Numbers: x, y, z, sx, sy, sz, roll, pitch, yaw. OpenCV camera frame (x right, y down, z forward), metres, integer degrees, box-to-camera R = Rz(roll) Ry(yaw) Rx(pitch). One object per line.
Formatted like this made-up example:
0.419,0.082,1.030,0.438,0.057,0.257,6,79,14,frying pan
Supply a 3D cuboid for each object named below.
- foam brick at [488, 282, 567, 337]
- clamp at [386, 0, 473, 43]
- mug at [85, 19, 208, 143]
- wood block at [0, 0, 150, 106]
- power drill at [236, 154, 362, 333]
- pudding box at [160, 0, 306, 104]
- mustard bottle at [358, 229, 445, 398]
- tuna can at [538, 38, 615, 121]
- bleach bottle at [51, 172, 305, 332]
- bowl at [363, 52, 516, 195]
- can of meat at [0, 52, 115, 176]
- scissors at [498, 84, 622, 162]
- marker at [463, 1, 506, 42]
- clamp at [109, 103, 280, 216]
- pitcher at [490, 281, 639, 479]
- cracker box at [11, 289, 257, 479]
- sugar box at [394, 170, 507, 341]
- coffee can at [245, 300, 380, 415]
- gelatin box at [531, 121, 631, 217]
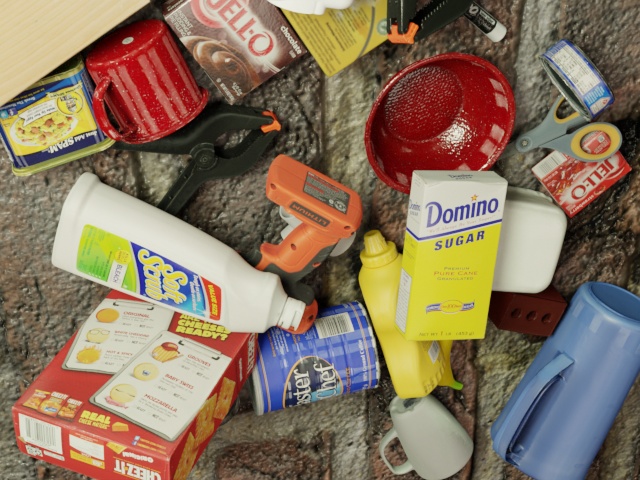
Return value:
0.243,0.076,1.275,0.078,0.051,0.053,10,119,-23,foam brick
0.127,-0.267,0.973,0.164,0.036,0.210,24,87,-32,clamp
-0.166,-0.140,0.967,0.093,0.117,0.081,3,132,37,mug
-0.259,-0.195,0.907,0.206,0.090,0.090,-33,131,7,wood block
-0.057,0.001,1.091,0.184,0.057,0.188,26,130,-13,power drill
-0.081,-0.197,0.995,0.090,0.039,0.113,-34,126,7,pudding box
0.086,0.075,1.195,0.058,0.096,0.191,-9,115,26,mustard bottle
0.263,-0.165,1.096,0.034,0.086,0.086,-38,126,8,tuna can
-0.133,0.025,1.054,0.251,0.068,0.103,22,129,-3,bleach bottle
0.115,-0.127,1.094,0.162,0.055,0.162,-8,125,-12,bowl
-0.251,-0.118,0.985,0.102,0.057,0.084,-19,125,-5,can of meat
0.239,-0.095,1.159,0.202,0.016,0.096,-37,95,8,scissors
0.138,-0.235,1.050,0.121,0.020,0.020,31,110,-32,marker
-0.126,-0.093,1.054,0.171,0.039,0.120,-33,132,2,clamp
0.312,0.176,1.317,0.145,0.149,0.243,22,113,-2,pitcher
-0.175,0.144,1.059,0.164,0.213,0.072,15,126,14,cracker box
0.135,0.016,1.112,0.093,0.048,0.176,-1,112,-16,sugar box
-0.015,0.131,1.201,0.140,0.103,0.103,-12,126,-10,coffee can
0.294,-0.080,1.198,0.089,0.030,0.073,-39,126,11,gelatin box
